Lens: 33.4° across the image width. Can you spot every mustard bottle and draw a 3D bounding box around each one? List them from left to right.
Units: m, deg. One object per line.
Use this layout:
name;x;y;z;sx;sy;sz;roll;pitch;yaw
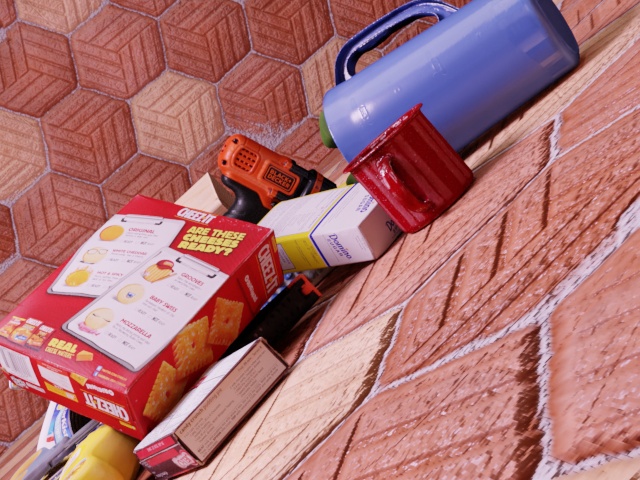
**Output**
mustard bottle;-0.188;0.211;0.829;0.096;0.058;0.191;-54;5;6

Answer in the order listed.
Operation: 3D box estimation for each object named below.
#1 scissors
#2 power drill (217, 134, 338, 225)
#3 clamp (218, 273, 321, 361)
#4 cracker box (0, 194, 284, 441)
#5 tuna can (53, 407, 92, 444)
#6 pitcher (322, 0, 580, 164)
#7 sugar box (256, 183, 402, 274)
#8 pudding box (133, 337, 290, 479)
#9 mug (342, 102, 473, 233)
scissors;-0.236;0.187;0.979;0.202;0.016;0.096;-42;10;8
power drill;-0.058;0.001;1.163;0.187;0.184;0.057;-62;12;0
clamp;-0.082;0.114;0.956;0.210;0.036;0.164;-44;6;1
cracker box;-0.157;0.061;0.944;0.164;0.072;0.213;15;45;29
tuna can;-0.224;0.194;1.070;0.034;0.086;0.086;-40;6;30
pitcher;0.127;-0.167;1.076;0.243;0.149;0.145;-33;23;25
sugar box;0.006;-0.012;1.043;0.177;0.048;0.093;-7;31;45
pudding box;-0.086;0.134;0.839;0.113;0.039;0.090;-48;9;-34
mug;0.078;-0.057;0.932;0.093;0.081;0.117;-40;6;19
